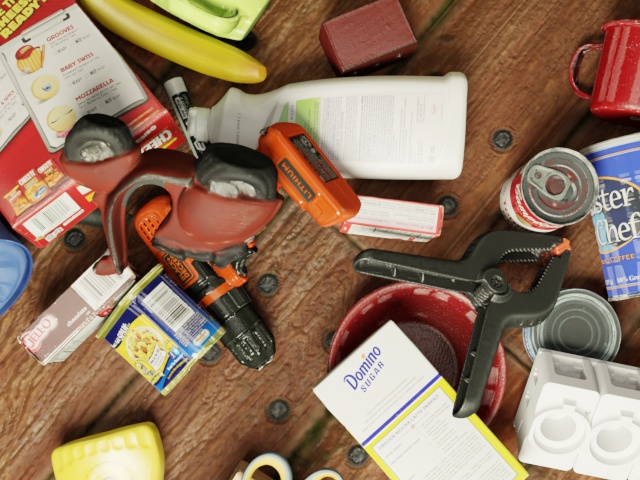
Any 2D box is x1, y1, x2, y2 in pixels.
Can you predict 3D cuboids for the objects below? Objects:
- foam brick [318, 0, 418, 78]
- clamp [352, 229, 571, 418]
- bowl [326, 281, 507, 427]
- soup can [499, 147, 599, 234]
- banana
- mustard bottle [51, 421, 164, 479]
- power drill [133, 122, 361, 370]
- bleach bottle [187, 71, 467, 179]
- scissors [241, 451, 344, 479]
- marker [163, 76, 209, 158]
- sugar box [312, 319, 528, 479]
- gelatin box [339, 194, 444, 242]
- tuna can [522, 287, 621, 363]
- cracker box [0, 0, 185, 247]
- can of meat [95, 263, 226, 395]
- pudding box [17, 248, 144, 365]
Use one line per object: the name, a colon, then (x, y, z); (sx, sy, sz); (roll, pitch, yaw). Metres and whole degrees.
foam brick: (0.044, -0.187, 1.000); (0.078, 0.053, 0.051); (-22, 86, -3)
clamp: (0.138, 0.039, 0.938); (0.209, 0.036, 0.164); (-33, 79, -33)
bowl: (0.085, 0.118, 0.973); (0.162, 0.055, 0.162); (0, 85, -2)
soup can: (0.204, -0.042, 0.966); (0.068, 0.102, 0.068); (0, 85, -2)
banana: (-0.143, -0.188, 0.989); (0.197, 0.069, 0.037); (24, 95, -6)
mustard bottle: (-0.171, 0.266, 0.952); (0.096, 0.058, 0.191); (-15, 86, 0)
power drill: (-0.056, 0.001, 0.943); (0.188, 0.057, 0.184); (-39, 88, 23)
bleach bottle: (0.005, -0.110, 0.982); (0.251, 0.068, 0.102); (3, 92, -2)
scissors: (-0.060, 0.262, 0.884); (0.096, 0.016, 0.201); (39, 84, 4)
marker: (-0.116, -0.096, 1.005); (0.020, 0.020, 0.121); (-23, 86, -4)
sugar box: (0.084, 0.163, 0.918); (0.093, 0.048, 0.176); (-41, 84, -5)
gelatin box: (0.064, -0.020, 0.975); (0.089, 0.073, 0.030); (7, 85, -1)
tuna can: (0.233, 0.086, 0.990); (0.086, 0.034, 0.086); (0, 85, -1)
cracker box: (-0.249, -0.123, 0.952); (0.164, 0.072, 0.214); (-39, 69, -5)
can of meat: (-0.141, 0.081, 0.949); (0.084, 0.102, 0.057); (43, 50, 0)
pudding box: (-0.211, 0.060, 0.953); (0.113, 0.090, 0.039); (-43, 90, -6)
